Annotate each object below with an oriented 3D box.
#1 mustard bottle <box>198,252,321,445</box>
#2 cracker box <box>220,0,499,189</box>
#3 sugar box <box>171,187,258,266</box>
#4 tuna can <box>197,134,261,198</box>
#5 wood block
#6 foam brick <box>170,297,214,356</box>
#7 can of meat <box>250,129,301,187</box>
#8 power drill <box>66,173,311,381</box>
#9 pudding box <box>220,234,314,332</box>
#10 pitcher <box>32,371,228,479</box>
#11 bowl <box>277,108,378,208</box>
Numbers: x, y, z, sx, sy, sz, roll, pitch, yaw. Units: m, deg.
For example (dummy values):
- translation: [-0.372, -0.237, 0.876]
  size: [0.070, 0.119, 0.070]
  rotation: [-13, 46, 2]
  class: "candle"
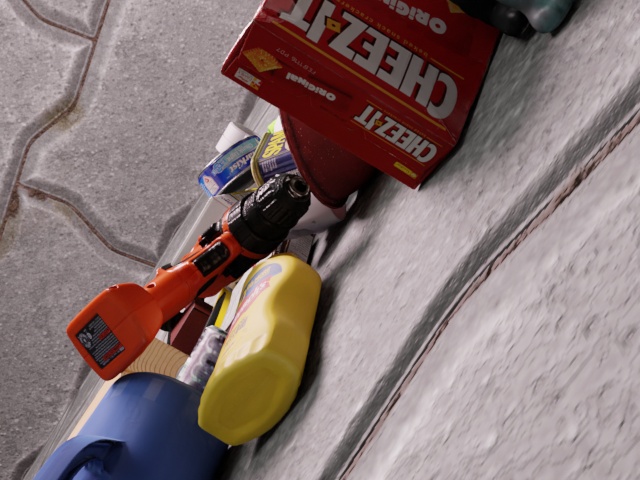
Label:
- translation: [-0.039, 0.065, 0.828]
  size: [0.096, 0.058, 0.191]
  rotation: [-52, 12, 29]
  class: "mustard bottle"
- translation: [0.047, -0.168, 0.786]
  size: [0.072, 0.164, 0.213]
  rotation: [-49, 14, 53]
  class: "cracker box"
- translation: [-0.094, -0.009, 1.200]
  size: [0.093, 0.048, 0.176]
  rotation: [-57, -9, 17]
  class: "sugar box"
- translation: [-0.092, -0.078, 1.172]
  size: [0.086, 0.034, 0.086]
  rotation: [-37, -6, -5]
  class: "tuna can"
- translation: [-0.216, 0.213, 1.172]
  size: [0.206, 0.090, 0.090]
  rotation: [-54, 12, 27]
  class: "wood block"
- translation: [-0.134, 0.102, 1.207]
  size: [0.051, 0.053, 0.078]
  rotation: [-59, 9, 2]
  class: "foam brick"
- translation: [-0.012, -0.079, 1.024]
  size: [0.084, 0.057, 0.102]
  rotation: [-19, 22, 17]
  class: "can of meat"
- translation: [-0.103, 0.027, 0.861]
  size: [0.187, 0.057, 0.185]
  rotation: [-36, -4, -43]
  class: "power drill"
- translation: [-0.053, 0.048, 1.008]
  size: [0.114, 0.039, 0.090]
  rotation: [-55, 12, 33]
  class: "pudding box"
- translation: [-0.161, 0.211, 0.783]
  size: [0.149, 0.145, 0.242]
  rotation: [-40, 18, 46]
  class: "pitcher"
- translation: [0.019, -0.111, 0.910]
  size: [0.055, 0.162, 0.162]
  rotation: [-13, 31, 20]
  class: "bowl"
